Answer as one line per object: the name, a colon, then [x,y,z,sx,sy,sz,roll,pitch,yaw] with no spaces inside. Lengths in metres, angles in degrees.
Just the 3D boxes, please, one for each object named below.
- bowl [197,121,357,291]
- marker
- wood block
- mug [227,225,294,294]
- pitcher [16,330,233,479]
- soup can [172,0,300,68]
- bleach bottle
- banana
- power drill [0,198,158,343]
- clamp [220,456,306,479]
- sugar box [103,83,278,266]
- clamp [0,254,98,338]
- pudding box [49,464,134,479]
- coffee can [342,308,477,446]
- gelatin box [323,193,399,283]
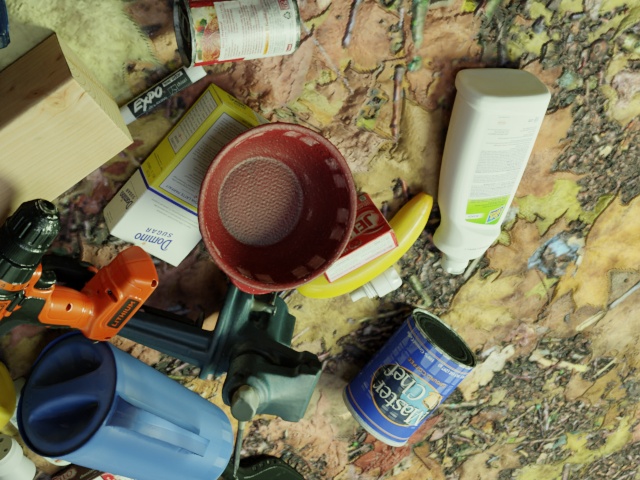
bowl: [-0.048,-0.034,1.029,0.161,0.055,0.162,-4,99,-23]
marker: [-0.163,-0.132,1.009,0.121,0.020,0.020,-33,132,2]
wood block: [-0.284,-0.077,0.950,0.206,0.090,0.090,-35,132,4]
mug: [-0.057,0.001,1.121,0.117,0.081,0.093,-3,127,-23]
pitcher: [-0.194,0.200,1.160,0.145,0.149,0.242,-34,143,14]
soup can: [-0.076,-0.196,0.966,0.102,0.068,0.068,-11,130,-18]
bleach bottle: [0.171,-0.067,1.188,0.102,0.068,0.251,-4,129,-22]
banana: [0.048,0.016,1.211,0.198,0.037,0.069,-28,134,-2]
power drill: [-0.245,0.035,0.994,0.185,0.057,0.187,-45,149,26]
clamp: [-0.107,0.332,1.376,0.209,0.036,0.165,11,107,-37]
sugar box: [-0.127,-0.063,1.064,0.176,0.048,0.093,-44,133,16]
clamp: [-0.309,0.051,1.074,0.171,0.039,0.120,-25,137,-13]
pudding box: [-0.255,0.294,1.291,0.113,0.039,0.090,-29,135,3]
coffee can: [0.109,0.169,1.316,0.102,0.103,0.140,26,112,-37]
gelatin box: [0.031,-0.004,1.163,0.089,0.073,0.030,-29,133,-1]
